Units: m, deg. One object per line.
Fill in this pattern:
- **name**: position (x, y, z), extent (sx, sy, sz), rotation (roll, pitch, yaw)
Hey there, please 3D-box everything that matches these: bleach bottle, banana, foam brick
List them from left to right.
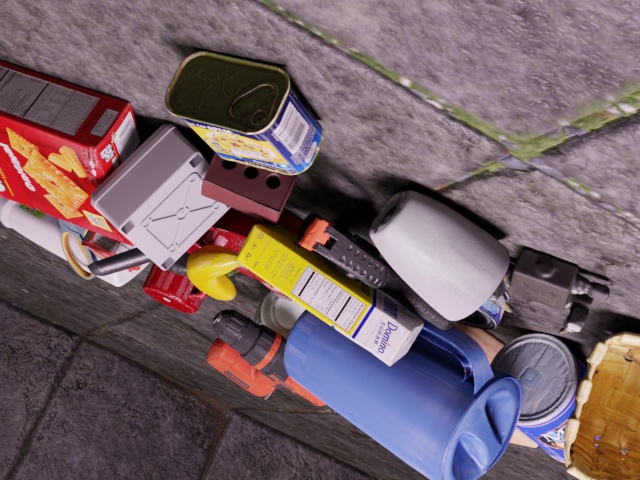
- **bleach bottle**: position (-0.342, -0.030, 1.428), extent (0.251, 0.102, 0.068), rotation (25, 137, 21)
- **banana**: position (-0.118, 0.038, 1.190), extent (0.069, 0.037, 0.198), rotation (28, 165, -5)
- **foam brick**: position (-0.065, -0.056, 0.986), extent (0.078, 0.053, 0.051), rotation (23, 165, 1)

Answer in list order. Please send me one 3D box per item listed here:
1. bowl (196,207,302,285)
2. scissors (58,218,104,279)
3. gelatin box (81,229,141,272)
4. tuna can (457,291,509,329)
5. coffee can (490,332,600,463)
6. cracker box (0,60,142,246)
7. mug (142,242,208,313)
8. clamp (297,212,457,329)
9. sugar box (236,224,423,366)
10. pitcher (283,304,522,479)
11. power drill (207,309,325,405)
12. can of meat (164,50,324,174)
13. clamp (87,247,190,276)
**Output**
- **bowl**: position (-0.058, 0.001, 1.156), extent (0.162, 0.055, 0.162), rotation (22, 164, 6)
- **scissors**: position (-0.307, -0.042, 1.315), extent (0.096, 0.016, 0.202), rotation (-4, 116, 29)
- **gelatin box**: position (-0.239, -0.016, 1.301), extent (0.073, 0.089, 0.030), rotation (32, 157, -27)
- **tuna can**: position (0.145, 0.058, 1.082), extent (0.086, 0.033, 0.086), rotation (22, 164, 6)
- **coffee can**: position (0.258, 0.176, 1.174), extent (0.103, 0.102, 0.140), rotation (10, 159, 41)
- **cracker box**: position (-0.282, -0.093, 1.089), extent (0.214, 0.072, 0.164), rotation (19, 149, 17)
- **mug**: position (-0.180, 0.049, 1.444), extent (0.117, 0.081, 0.093), rotation (11, 160, 40)
- **clamp**: position (0.029, 0.012, 0.985), extent (0.165, 0.036, 0.209), rotation (36, -177, 34)
- **sugar box**: position (0.011, 0.048, 1.007), extent (0.176, 0.048, 0.093), rotation (31, -172, 11)
- **pitcher**: position (0.080, 0.143, 1.117), extent (0.243, 0.149, 0.144), rotation (28, 180, 35)
- **power drill**: position (-0.084, 0.153, 1.393), extent (0.184, 0.057, 0.188), rotation (37, 162, -15)
- **can of meat**: position (-0.056, -0.097, 0.833), extent (0.102, 0.057, 0.084), rotation (16, 165, 28)
- **clamp**: position (-0.188, 0.006, 1.259), extent (0.171, 0.120, 0.039), rotation (20, 171, 1)
